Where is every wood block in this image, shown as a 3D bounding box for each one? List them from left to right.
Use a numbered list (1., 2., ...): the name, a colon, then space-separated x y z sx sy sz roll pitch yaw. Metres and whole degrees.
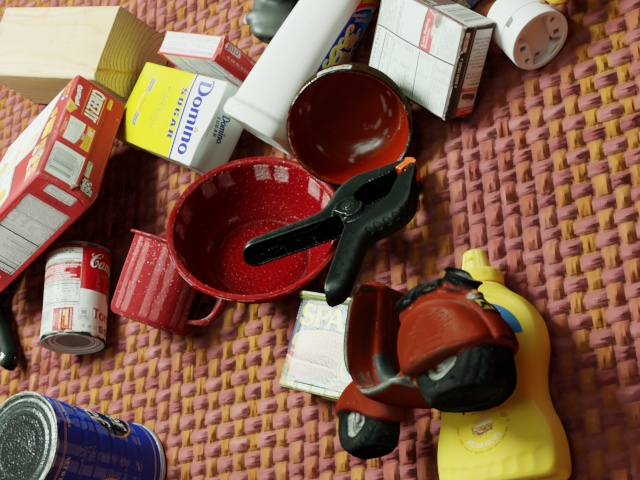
1. wood block: -0.283 -0.211 1.234 0.206 0.090 0.090 10 77 38

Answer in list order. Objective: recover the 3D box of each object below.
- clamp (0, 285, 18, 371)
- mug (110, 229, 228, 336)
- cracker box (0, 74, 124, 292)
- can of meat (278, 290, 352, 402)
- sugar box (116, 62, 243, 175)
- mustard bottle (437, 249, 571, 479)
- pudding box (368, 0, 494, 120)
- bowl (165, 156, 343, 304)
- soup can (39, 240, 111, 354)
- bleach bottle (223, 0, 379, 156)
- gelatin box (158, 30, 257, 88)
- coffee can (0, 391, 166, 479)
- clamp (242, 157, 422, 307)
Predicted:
1. clamp: -0.402 0.069 1.231 0.165 0.036 0.210 -19 58 28
2. mug: -0.141 0.046 1.024 0.117 0.093 0.081 17 85 21
3. cracker box: -0.307 -0.052 1.140 0.214 0.072 0.164 -38 31 34
4. can of meat: 0.020 0.094 0.901 0.102 0.057 0.084 7 77 39
5. sugar box: -0.145 -0.127 1.105 0.176 0.048 0.093 21 86 53
6. mustard bottle: 0.130 0.096 0.818 0.096 0.058 0.191 -22 58 33
7. pudding box: 0.095 -0.169 0.949 0.114 0.039 0.090 40 131 42
8. bowl: -0.056 0.001 0.973 0.162 0.055 0.162 -4 54 5
9. soup can: -0.254 0.060 1.107 0.069 0.068 0.102 -17 62 30
10. bleach bottle: 0.007 -0.207 1.013 0.068 0.102 0.251 31 90 17
11. gelatin box: -0.112 -0.187 1.109 0.089 0.073 0.030 13 77 39
12. coffee can: -0.226 0.204 0.975 0.103 0.140 0.103 -15 62 30
13. clamp: 0.017 -0.015 0.915 0.120 0.039 0.171 20 50 33
